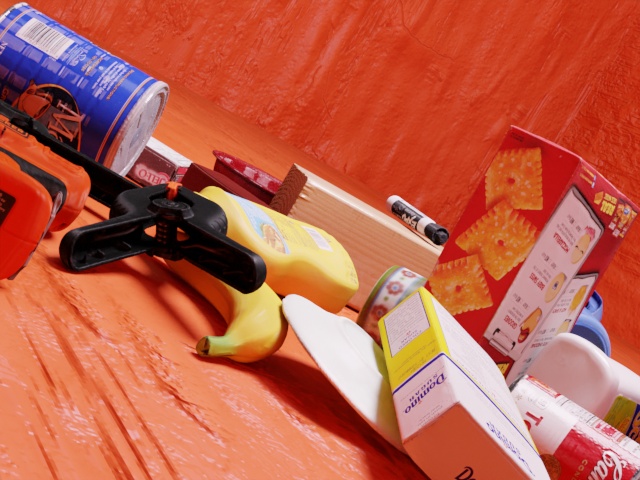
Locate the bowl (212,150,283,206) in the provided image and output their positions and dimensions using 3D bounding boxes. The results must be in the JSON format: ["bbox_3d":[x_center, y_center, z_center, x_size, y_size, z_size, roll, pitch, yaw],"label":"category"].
[{"bbox_3d":[-0.058,-0.035,1.151,0.162,0.055,0.162,30,7,-4],"label":"bowl"}]

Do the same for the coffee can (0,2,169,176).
[{"bbox_3d":[-0.215,-0.123,0.909,0.140,0.103,0.103,30,7,0],"label":"coffee can"}]

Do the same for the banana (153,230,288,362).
[{"bbox_3d":[-0.061,0.034,0.691,0.069,0.037,0.198,28,7,-23],"label":"banana"}]

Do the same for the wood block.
[{"bbox_3d":[0.045,0.018,1.051,0.206,0.091,0.090,29,6,-16],"label":"wood block"}]

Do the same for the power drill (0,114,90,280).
[{"bbox_3d":[-0.210,-0.050,0.577,0.184,0.057,0.188,28,7,-17],"label":"power drill"}]

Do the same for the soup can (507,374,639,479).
[{"bbox_3d":[0.164,0.144,0.719,0.102,0.068,0.068,33,7,25],"label":"soup can"}]

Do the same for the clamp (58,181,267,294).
[{"bbox_3d":[-0.108,-0.007,0.684,0.120,0.039,0.172,12,11,-18],"label":"clamp"}]

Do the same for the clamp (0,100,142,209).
[{"bbox_3d":[-0.236,-0.081,0.785,0.210,0.036,0.164,33,6,36],"label":"clamp"}]

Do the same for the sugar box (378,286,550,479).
[{"bbox_3d":[0.082,0.099,0.627,0.093,0.048,0.176,47,13,-12],"label":"sugar box"}]

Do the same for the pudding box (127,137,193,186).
[{"bbox_3d":[-0.182,-0.086,1.067,0.113,0.039,0.090,33,6,7],"label":"pudding box"}]

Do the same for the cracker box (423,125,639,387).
[{"bbox_3d":[0.149,0.036,0.835,0.072,0.214,0.164,33,7,32],"label":"cracker box"}]

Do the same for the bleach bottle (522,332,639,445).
[{"bbox_3d":[0.253,0.151,0.905,0.250,0.103,0.068,22,17,-48],"label":"bleach bottle"}]

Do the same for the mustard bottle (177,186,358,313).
[{"bbox_3d":[-0.056,0.001,0.863,0.191,0.058,0.096,23,21,-48],"label":"mustard bottle"}]

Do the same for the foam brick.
[{"bbox_3d":[-0.088,-0.025,0.955,0.078,0.053,0.051,35,8,30],"label":"foam brick"}]

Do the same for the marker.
[{"bbox_3d":[0.097,-0.020,1.075,0.020,0.020,0.121,27,7,-26],"label":"marker"}]
